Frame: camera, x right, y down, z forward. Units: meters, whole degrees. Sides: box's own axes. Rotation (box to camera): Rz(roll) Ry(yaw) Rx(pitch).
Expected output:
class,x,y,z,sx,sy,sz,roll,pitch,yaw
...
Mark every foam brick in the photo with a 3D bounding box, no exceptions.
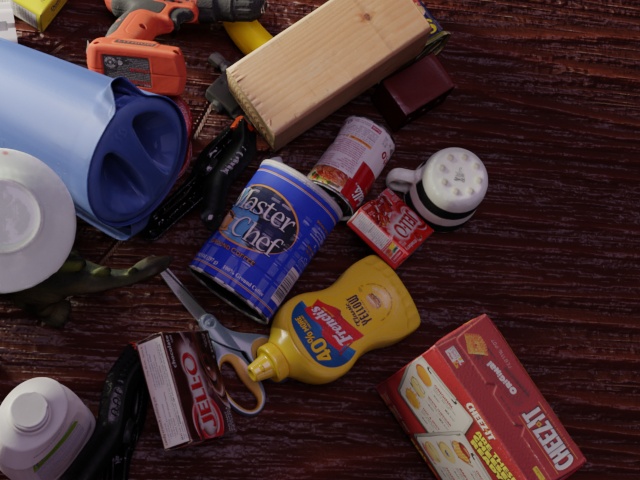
class,x,y,z,sx,sy,sz,roll,pitch,yaw
foam brick,0.108,-0.173,1.243,0.078,0.053,0.051,-32,81,-19

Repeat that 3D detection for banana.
class,x,y,z,sx,sy,sz,roll,pitch,yaw
banana,-0.046,-0.218,1.237,0.198,0.037,0.069,31,51,-2

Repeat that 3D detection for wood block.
class,x,y,z,sx,sy,sz,roll,pitch,yaw
wood block,0.008,-0.196,1.164,0.206,0.090,0.091,-35,85,-6

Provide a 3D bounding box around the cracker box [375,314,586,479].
class,x,y,z,sx,sy,sz,roll,pitch,yaw
cracker box,0.150,0.177,1.049,0.072,0.214,0.164,-31,81,-20

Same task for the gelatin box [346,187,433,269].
class,x,y,z,sx,sy,sz,roll,pitch,yaw
gelatin box,0.079,-0.015,1.173,0.073,0.030,0.089,44,30,6

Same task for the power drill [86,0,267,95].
class,x,y,z,sx,sy,sz,roll,pitch,yaw
power drill,-0.161,-0.228,1.153,0.184,0.057,0.187,4,39,7

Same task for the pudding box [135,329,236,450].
class,x,y,z,sx,sy,sz,roll,pitch,yaw
pudding box,-0.133,0.147,1.063,0.039,0.090,0.113,-24,78,20

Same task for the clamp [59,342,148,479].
class,x,y,z,sx,sy,sz,roll,pitch,yaw
clamp,-0.198,0.185,1.017,0.036,0.164,0.210,6,61,7

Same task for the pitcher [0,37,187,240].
class,x,y,z,sx,sy,sz,roll,pitch,yaw
pitcher,-0.262,-0.109,1.063,0.243,0.144,0.149,26,92,28

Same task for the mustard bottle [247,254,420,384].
class,x,y,z,sx,sy,sz,roll,pitch,yaw
mustard bottle,0.006,0.095,1.118,0.191,0.058,0.096,-28,80,-26

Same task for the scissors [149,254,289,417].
class,x,y,z,sx,sy,sz,roll,pitch,yaw
scissors,-0.098,0.088,1.132,0.096,0.016,0.202,-22,78,-20

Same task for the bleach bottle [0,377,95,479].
class,x,y,z,sx,sy,sz,roll,pitch,yaw
bleach bottle,-0.248,0.163,0.948,0.068,0.251,0.102,35,68,0

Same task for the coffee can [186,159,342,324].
class,x,y,z,sx,sy,sz,roll,pitch,yaw
coffee can,-0.057,0.001,1.111,0.103,0.103,0.140,35,78,1

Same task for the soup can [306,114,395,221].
class,x,y,z,sx,sy,sz,roll,pitch,yaw
soup can,0.031,-0.082,1.188,0.068,0.069,0.102,33,68,0

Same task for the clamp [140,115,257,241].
class,x,y,z,sx,sy,sz,roll,pitch,yaw
clamp,-0.125,-0.064,1.149,0.039,0.120,0.171,57,41,-31
